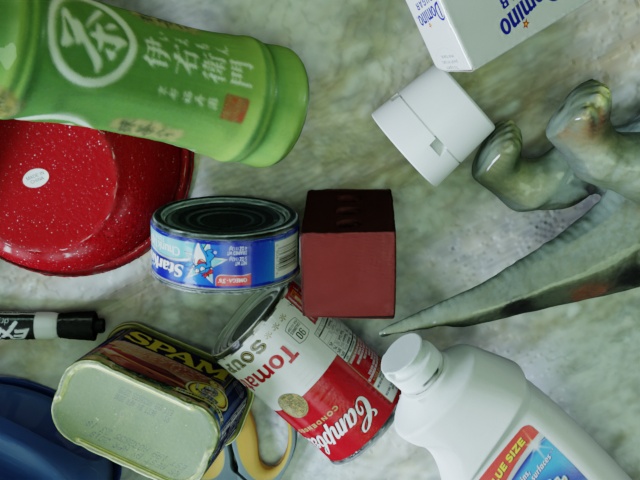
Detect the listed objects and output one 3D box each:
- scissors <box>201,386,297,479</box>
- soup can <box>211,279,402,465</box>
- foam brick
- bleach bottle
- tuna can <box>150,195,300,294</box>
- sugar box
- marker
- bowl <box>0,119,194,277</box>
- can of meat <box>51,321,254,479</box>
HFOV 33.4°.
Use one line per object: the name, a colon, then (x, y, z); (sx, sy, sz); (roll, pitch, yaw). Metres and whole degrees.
scissors: (-0.057, 0.181, 0.707); (0.096, 0.016, 0.202); (4, 109, 2)
soup can: (-0.006, 0.077, 0.643); (0.102, 0.068, 0.068); (43, 105, -12)
foam brick: (0.016, 0.006, 0.613); (0.053, 0.078, 0.051); (0, 110, 1)
bleach bottle: (0.120, 0.147, 0.640); (0.103, 0.068, 0.250); (-41, 114, 12)
tuna can: (-0.054, 0.001, 0.608); (0.086, 0.086, 0.034); (2, 108, 1)
sugar box: (0.069, -0.185, 0.548); (0.093, 0.048, 0.176); (-31, 109, -15)
marker: (-0.195, 0.053, 0.665); (0.121, 0.020, 0.020); (0, 109, 1)
bowl: (-0.156, -0.045, 0.611); (0.162, 0.055, 0.162); (1, 109, 2)
can of meat: (-0.098, 0.096, 0.633); (0.102, 0.084, 0.057); (23, 101, 5)
